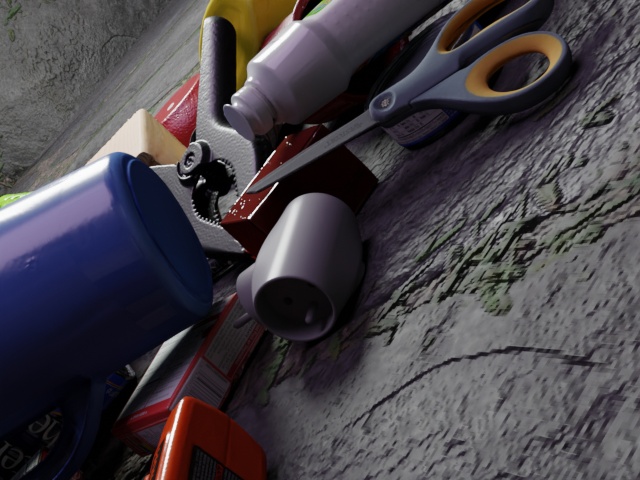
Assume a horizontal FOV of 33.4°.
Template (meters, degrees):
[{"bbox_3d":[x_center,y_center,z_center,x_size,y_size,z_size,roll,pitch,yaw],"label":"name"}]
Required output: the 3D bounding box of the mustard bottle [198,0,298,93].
[{"bbox_3d":[-0.018,-0.184,0.882,0.191,0.058,0.096,-34,-35,-46],"label":"mustard bottle"}]

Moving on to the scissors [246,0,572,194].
[{"bbox_3d":[0.051,-0.066,0.574,0.202,0.016,0.096,-41,43,6],"label":"scissors"}]

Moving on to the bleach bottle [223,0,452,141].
[{"bbox_3d":[0.034,-0.151,0.701,0.250,0.068,0.103,-43,8,-18],"label":"bleach bottle"}]

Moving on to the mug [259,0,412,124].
[{"bbox_3d":[0.014,-0.137,0.781,0.117,0.093,0.082,-27,2,-28],"label":"mug"}]

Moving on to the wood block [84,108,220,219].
[{"bbox_3d":[-0.157,-0.042,0.954,0.091,0.090,0.206,-45,18,6],"label":"wood block"}]

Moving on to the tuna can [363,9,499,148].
[{"bbox_3d":[0.068,-0.097,0.644,0.086,0.033,0.086,-42,19,18],"label":"tuna can"}]

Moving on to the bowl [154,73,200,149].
[{"bbox_3d":[-0.139,-0.127,1.142,0.162,0.055,0.162,-43,19,18],"label":"bowl"}]

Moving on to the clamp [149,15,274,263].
[{"bbox_3d":[-0.076,-0.060,0.749,0.165,0.036,0.210,-58,43,10],"label":"clamp"}]

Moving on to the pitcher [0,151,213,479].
[{"bbox_3d":[-0.184,0.059,0.618,0.243,0.149,0.145,-28,28,8],"label":"pitcher"}]

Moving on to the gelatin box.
[{"bbox_3d":[-0.075,0.078,0.620,0.073,0.030,0.089,-28,26,49],"label":"gelatin box"}]

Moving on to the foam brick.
[{"bbox_3d":[-0.013,-0.023,0.649,0.078,0.053,0.051,-54,19,-20],"label":"foam brick"}]
